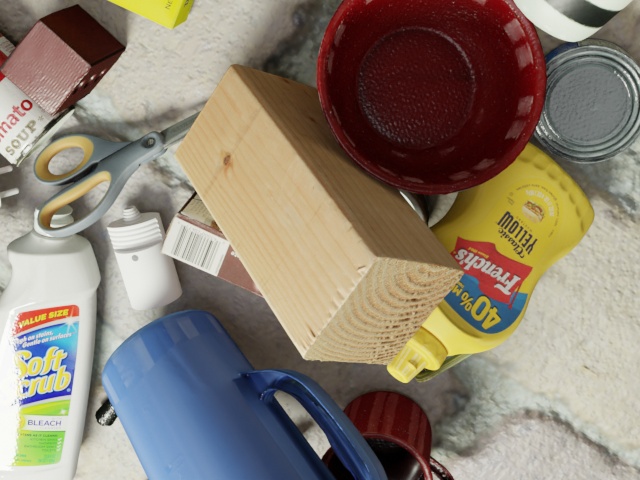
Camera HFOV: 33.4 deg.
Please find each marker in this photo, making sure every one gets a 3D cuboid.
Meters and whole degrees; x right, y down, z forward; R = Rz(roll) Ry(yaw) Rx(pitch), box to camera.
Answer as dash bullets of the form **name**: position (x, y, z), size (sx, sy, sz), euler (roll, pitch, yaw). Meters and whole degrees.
- **marker**: position (-0.160, 0.119, 0.927), size (0.020, 0.020, 0.121), euler (37, 113, -6)

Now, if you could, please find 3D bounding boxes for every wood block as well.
- **wood block**: position (-0.007, -0.021, 0.740), size (0.091, 0.090, 0.206), euler (-54, 51, 24)

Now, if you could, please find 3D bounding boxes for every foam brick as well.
- **foam brick**: position (-0.191, -0.136, 0.797), size (0.051, 0.078, 0.053), euler (43, 112, -7)

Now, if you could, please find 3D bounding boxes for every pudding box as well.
- **pudding box**: position (-0.055, 0.001, 0.822), size (0.113, 0.090, 0.039), euler (25, 112, 0)

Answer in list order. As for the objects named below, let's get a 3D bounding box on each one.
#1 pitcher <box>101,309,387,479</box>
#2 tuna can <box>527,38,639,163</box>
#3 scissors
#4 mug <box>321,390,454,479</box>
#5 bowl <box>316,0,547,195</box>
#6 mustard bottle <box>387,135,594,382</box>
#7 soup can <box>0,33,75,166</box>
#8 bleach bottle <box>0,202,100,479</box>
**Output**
- **pitcher**: position (-0.063, 0.168, 0.822), size (0.243, 0.149, 0.145), euler (54, 159, 25)
- **tuna can**: position (0.192, -0.101, 0.768), size (0.086, 0.033, 0.086), euler (3, 112, 8)
- **scissors**: position (-0.146, -0.082, 0.838), size (0.201, 0.016, 0.096), euler (-40, 58, -3)
- **mug**: position (0.060, 0.182, 0.880), size (0.117, 0.081, 0.093), euler (25, 114, -1)
- **bowl**: position (0.074, -0.112, 0.753), size (0.162, 0.055, 0.162), euler (0, 90, -8)
- **mustard bottle**: position (0.110, 0.022, 0.763), size (0.096, 0.058, 0.191), euler (43, 73, -12)
- **soup can**: position (-0.249, -0.115, 0.821), size (0.102, 0.068, 0.069), euler (45, 112, -10)
- **bleach bottle**: position (-0.243, 0.088, 0.900), size (0.102, 0.068, 0.251), euler (5, 112, -13)
